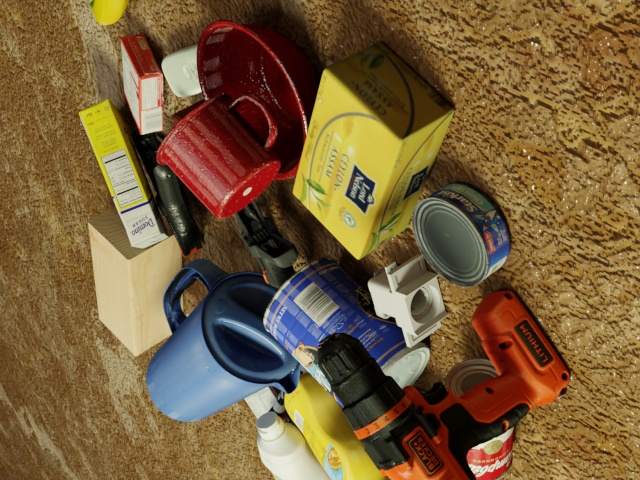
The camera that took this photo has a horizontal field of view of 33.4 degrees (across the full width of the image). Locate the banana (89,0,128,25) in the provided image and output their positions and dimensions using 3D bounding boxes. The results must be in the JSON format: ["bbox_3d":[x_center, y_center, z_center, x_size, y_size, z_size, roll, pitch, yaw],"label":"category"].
[{"bbox_3d":[-0.232,-0.296,1.158,0.070,0.037,0.198,48,149,14],"label":"banana"}]

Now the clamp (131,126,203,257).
[{"bbox_3d":[-0.186,-0.058,1.304,0.120,0.039,0.171,-118,12,-46],"label":"clamp"}]

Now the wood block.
[{"bbox_3d":[-0.247,0.049,1.453,0.091,0.090,0.206,41,146,27],"label":"wood block"}]

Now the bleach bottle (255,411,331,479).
[{"bbox_3d":[-0.008,0.311,1.320,0.103,0.068,0.250,16,141,51],"label":"bleach bottle"}]

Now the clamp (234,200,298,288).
[{"bbox_3d":[-0.057,0.001,1.111,0.165,0.036,0.210,55,171,31],"label":"clamp"}]

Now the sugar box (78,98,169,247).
[{"bbox_3d":[-0.238,-0.079,1.307,0.093,0.048,0.176,143,103,-88],"label":"sugar box"}]

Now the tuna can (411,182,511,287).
[{"bbox_3d":[0.120,-0.005,0.908,0.086,0.033,0.086,37,145,32],"label":"tuna can"}]

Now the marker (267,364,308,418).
[{"bbox_3d":[-0.038,0.183,1.292,0.020,0.020,0.121,45,126,21],"label":"marker"}]

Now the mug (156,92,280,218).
[{"bbox_3d":[-0.083,-0.083,0.985,0.081,0.093,0.117,47,112,9],"label":"mug"}]

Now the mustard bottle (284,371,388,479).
[{"bbox_3d":[0.027,0.243,1.217,0.192,0.058,0.096,56,157,32],"label":"mustard bottle"}]

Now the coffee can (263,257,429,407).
[{"bbox_3d":[0.026,0.100,1.078,0.140,0.102,0.103,43,147,25],"label":"coffee can"}]

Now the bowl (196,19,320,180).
[{"bbox_3d":[-0.047,-0.141,1.009,0.162,0.055,0.162,37,144,32],"label":"bowl"}]

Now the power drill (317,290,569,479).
[{"bbox_3d":[0.106,0.120,0.893,0.184,0.187,0.057,56,152,0],"label":"power drill"}]

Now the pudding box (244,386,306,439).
[{"bbox_3d":[-0.055,0.210,1.368,0.113,0.039,0.090,57,150,5],"label":"pudding box"}]

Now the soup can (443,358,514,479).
[{"bbox_3d":[0.148,0.168,0.995,0.069,0.068,0.102,33,142,37],"label":"soup can"}]

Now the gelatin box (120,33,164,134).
[{"bbox_3d":[-0.201,-0.178,1.212,0.089,0.030,0.073,99,151,-49],"label":"gelatin box"}]

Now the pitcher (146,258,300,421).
[{"bbox_3d":[-0.129,0.130,1.284,0.243,0.144,0.149,-39,43,54],"label":"pitcher"}]
